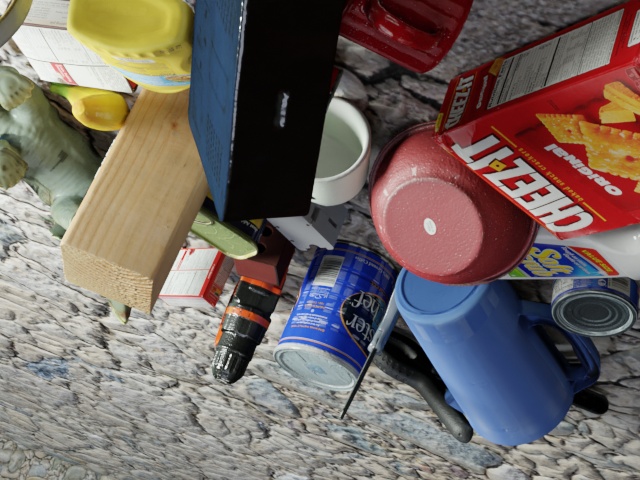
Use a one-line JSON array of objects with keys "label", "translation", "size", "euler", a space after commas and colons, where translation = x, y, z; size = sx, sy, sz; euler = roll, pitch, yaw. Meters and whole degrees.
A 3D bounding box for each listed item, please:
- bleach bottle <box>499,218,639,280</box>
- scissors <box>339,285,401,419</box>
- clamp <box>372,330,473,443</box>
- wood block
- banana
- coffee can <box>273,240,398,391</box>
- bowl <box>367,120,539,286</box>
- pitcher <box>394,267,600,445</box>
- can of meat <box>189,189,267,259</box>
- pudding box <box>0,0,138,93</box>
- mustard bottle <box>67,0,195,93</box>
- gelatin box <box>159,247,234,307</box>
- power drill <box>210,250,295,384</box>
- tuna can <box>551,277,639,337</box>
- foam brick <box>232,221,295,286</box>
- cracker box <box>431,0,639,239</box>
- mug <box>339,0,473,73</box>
[{"label": "bleach bottle", "translation": [0.217, -0.006, 0.969], "size": [0.251, 0.068, 0.102], "euler": [1, 146, 33]}, {"label": "scissors", "translation": [0.068, 0.094, 1.143], "size": [0.016, 0.201, 0.096], "euler": [23, 132, 10]}, {"label": "clamp", "translation": [0.125, 0.167, 1.314], "size": [0.210, 0.036, 0.164], "euler": [32, -161, 9]}, {"label": "wood block", "translation": [-0.159, -0.049, 1.009], "size": [0.090, 0.206, 0.091], "euler": [22, 154, 1]}, {"label": "banana", "translation": [-0.218, -0.127, 1.032], "size": [0.069, 0.037, 0.198], "euler": [3, -170, -22]}, {"label": "coffee can", "translation": [0.018, 0.085, 1.206], "size": [0.103, 0.140, 0.103], "euler": [18, 154, 9]}, {"label": "bowl", "translation": [0.107, -0.022, 0.938], "size": [0.162, 0.055, 0.162], "euler": [11, 118, 22]}, {"label": "pitcher", "translation": [0.185, 0.105, 1.146], "size": [0.145, 0.149, 0.242], "euler": [39, 170, 48]}, {"label": "can of meat", "translation": [-0.099, -0.043, 1.115], "size": [0.102, 0.084, 0.058], "euler": [33, 152, -23]}, {"label": "pudding box", "translation": [-0.230, -0.184, 0.999], "size": [0.114, 0.039, 0.090], "euler": [9, 152, 21]}, {"label": "mustard bottle", "translation": [-0.141, -0.163, 0.902], "size": [0.096, 0.058, 0.191], "euler": [5, 176, 4]}, {"label": "gelatin box", "translation": [-0.157, 0.047, 1.346], "size": [0.089, 0.073, 0.030], "euler": [-3, 145, 41]}, {"label": "power drill", "translation": [-0.087, 0.093, 1.279], "size": [0.057, 0.184, 0.188], "euler": [24, 164, -4]}, {"label": "tuna can", "translation": [0.274, 0.061, 1.064], "size": [0.086, 0.033, 0.086], "euler": [9, 144, 7]}, {"label": "foam brick", "translation": [-0.058, 0.001, 1.178], "size": [0.053, 0.078, 0.051], "euler": [14, 153, 10]}, {"label": "cracker box", "translation": [0.215, -0.082, 0.809], "size": [0.164, 0.072, 0.214], "euler": [35, 152, -24]}, {"label": "mug", "translation": [0.056, -0.163, 0.737], "size": [0.081, 0.117, 0.093], "euler": [24, 117, -15]}]
